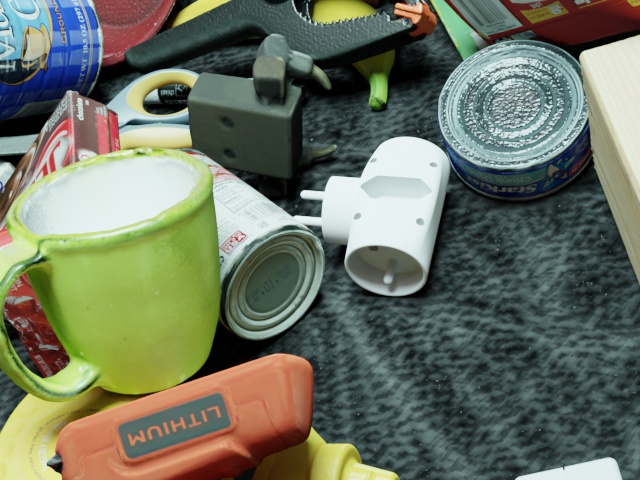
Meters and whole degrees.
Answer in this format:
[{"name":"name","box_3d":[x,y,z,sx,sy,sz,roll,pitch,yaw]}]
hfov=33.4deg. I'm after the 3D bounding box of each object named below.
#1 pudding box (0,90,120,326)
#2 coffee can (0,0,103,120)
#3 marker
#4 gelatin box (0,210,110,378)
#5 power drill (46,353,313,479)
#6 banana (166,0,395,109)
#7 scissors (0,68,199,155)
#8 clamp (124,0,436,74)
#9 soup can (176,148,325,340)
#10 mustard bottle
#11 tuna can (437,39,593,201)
[{"name":"pudding box","box_3d":[-0.156,-0.017,0.616,0.114,0.039,0.090,-50,33,27]},{"name":"coffee can","box_3d":[-0.227,-0.126,0.694,0.103,0.103,0.140,12,19,30]},{"name":"marker","box_3d":[-0.065,-0.099,0.708,0.121,0.020,0.020,4,51,25]},{"name":"gelatin box","box_3d":[-0.132,0.026,0.570,0.073,0.089,0.030,-20,36,3]},{"name":"power drill","box_3d":[-0.015,0.142,0.397,0.184,0.057,0.188,-18,70,3]},{"name":"banana","box_3d":[-0.020,-0.144,0.719,0.198,0.037,0.069,23,60,36]},{"name":"scissors","box_3d":[-0.156,-0.077,0.681,0.202,0.016,0.096,9,60,5]},{"name":"clamp","box_3d":[-0.022,-0.174,0.679,0.210,0.036,0.164,13,91,26]},{"name":"soup can","box_3d":[-0.054,0.001,0.578,0.068,0.068,0.102,-40,48,-16]},{"name":"mustard bottle","box_3d":[-0.057,0.110,0.487,0.192,0.058,0.096,-1,44,20]},{"name":"tuna can","box_3d":[0.108,-0.067,0.586,0.086,0.033,0.086,-8,62,15]}]
